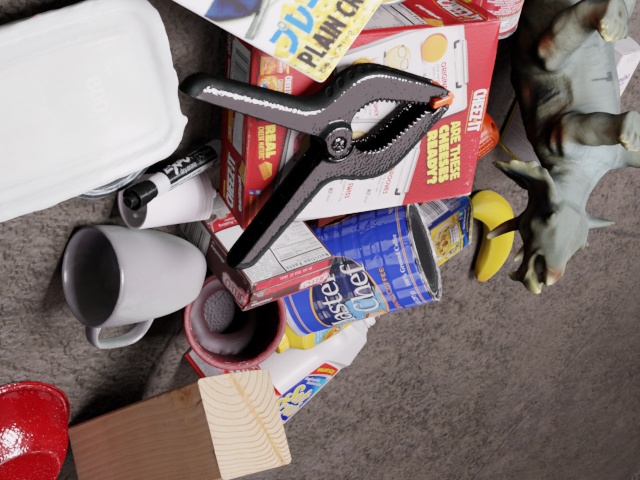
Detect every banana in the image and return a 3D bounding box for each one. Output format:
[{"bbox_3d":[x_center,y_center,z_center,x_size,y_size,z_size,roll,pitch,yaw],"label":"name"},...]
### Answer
[{"bbox_3d":[0.203,-0.011,1.288,0.069,0.037,0.197,-25,148,5],"label":"banana"}]

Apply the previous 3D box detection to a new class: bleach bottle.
[{"bbox_3d":[-0.038,0.151,1.191,0.250,0.068,0.102,-40,150,-8],"label":"bleach bottle"}]

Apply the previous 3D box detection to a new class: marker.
[{"bbox_3d":[-0.115,-0.053,0.849,0.120,0.020,0.020,-38,157,-50],"label":"marker"}]

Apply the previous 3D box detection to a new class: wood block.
[{"bbox_3d":[-0.137,0.192,1.007,0.207,0.091,0.090,-24,165,40],"label":"wood block"}]

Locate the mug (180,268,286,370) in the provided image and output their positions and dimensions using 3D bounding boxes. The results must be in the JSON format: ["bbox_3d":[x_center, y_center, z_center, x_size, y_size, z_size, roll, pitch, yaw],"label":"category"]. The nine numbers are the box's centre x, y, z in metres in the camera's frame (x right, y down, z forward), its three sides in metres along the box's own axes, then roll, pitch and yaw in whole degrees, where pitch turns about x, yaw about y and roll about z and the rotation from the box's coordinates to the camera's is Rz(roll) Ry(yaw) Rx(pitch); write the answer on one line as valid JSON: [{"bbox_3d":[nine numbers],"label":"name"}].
[{"bbox_3d":[-0.095,0.062,0.980,0.117,0.081,0.093,24,88,-14],"label":"mug"}]

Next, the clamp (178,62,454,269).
[{"bbox_3d":[0.000,-0.085,0.796,0.210,0.036,0.164,-27,128,-10],"label":"clamp"}]

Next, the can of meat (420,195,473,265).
[{"bbox_3d":[0.120,-0.012,1.170,0.083,0.057,0.102,-34,149,-18],"label":"can of meat"}]

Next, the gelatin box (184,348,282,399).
[{"bbox_3d":[-0.089,0.140,1.106,0.030,0.073,0.089,-49,149,11],"label":"gelatin box"}]

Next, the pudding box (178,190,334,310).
[{"bbox_3d":[-0.056,0.001,0.930,0.089,0.114,0.039,-17,145,-35],"label":"pudding box"}]

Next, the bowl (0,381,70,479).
[{"bbox_3d":[-0.292,0.204,0.976,0.162,0.055,0.162,-28,146,-21],"label":"bowl"}]

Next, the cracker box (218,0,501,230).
[{"bbox_3d":[0.028,-0.107,0.870,0.213,0.072,0.164,-10,127,-22],"label":"cracker box"}]

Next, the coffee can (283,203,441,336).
[{"bbox_3d":[0.034,0.026,1.019,0.140,0.103,0.102,-16,153,15],"label":"coffee can"}]
